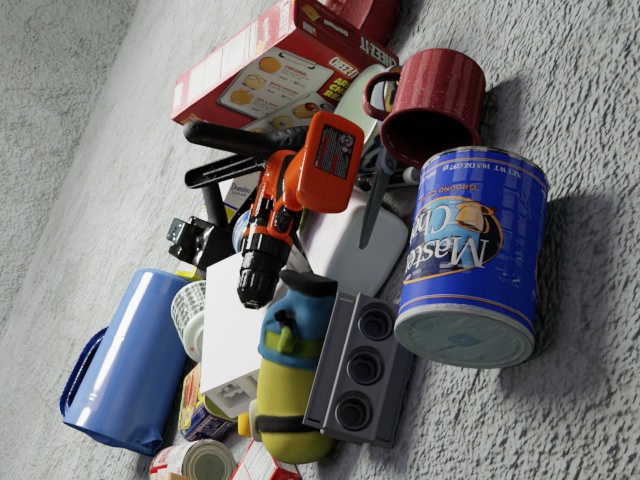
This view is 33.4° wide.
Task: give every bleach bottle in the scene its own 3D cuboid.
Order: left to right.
[{"bbox_3d":[0.016,-0.027,1.140,0.103,0.068,0.251,-62,20,14],"label":"bleach bottle"}]

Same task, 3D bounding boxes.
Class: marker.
[{"bbox_3d":[0.072,-0.063,1.105,0.121,0.020,0.020,-2,66,66],"label":"marker"}]

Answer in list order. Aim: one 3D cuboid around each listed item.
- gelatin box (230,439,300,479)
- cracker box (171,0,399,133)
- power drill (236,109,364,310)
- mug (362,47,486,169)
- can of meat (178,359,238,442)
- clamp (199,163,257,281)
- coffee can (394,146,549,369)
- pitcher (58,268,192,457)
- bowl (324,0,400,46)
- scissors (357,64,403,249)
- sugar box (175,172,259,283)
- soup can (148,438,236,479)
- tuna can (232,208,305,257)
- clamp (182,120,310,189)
[{"bbox_3d":[-0.058,0.244,1.083,0.073,0.030,0.089,-62,23,8],"label":"gelatin box"},{"bbox_3d":[-0.040,-0.174,1.215,0.214,0.164,0.072,-29,48,38],"label":"cracker box"},{"bbox_3d":[-0.027,-0.034,1.077,0.188,0.057,0.184,-38,36,59],"label":"power drill"},{"bbox_3d":[0.097,-0.126,0.992,0.093,0.117,0.081,95,-171,-59],"label":"mug"},{"bbox_3d":[-0.125,0.183,1.262,0.084,0.057,0.102,-47,29,44],"label":"can of meat"},{"bbox_3d":[-0.116,-0.015,1.413,0.039,0.120,0.171,18,104,50],"label":"clamp"},{"bbox_3d":[0.117,0.014,0.816,0.103,0.102,0.140,-33,39,54],"label":"coffee can"},{"bbox_3d":[-0.257,0.165,1.473,0.145,0.149,0.242,139,152,-70],"label":"pitcher"},{"bbox_3d":[0.051,-0.271,1.308,0.162,0.055,0.162,-49,28,37],"label":"bowl"},{"bbox_3d":[0.076,-0.072,1.025,0.016,0.096,0.201,-14,62,43],"label":"scissors"},{"bbox_3d":[-0.146,-0.022,1.525,0.176,0.048,0.093,-66,22,-9],"label":"sugar box"},{"bbox_3d":[-0.145,0.263,1.212,0.102,0.068,0.068,-27,44,57],"label":"soup can"},{"bbox_3d":[-0.058,0.002,1.248,0.086,0.086,0.034,-60,25,17],"label":"tuna can"},{"bbox_3d":[-0.059,-0.103,1.199,0.164,0.210,0.036,89,174,-75],"label":"clamp"}]
